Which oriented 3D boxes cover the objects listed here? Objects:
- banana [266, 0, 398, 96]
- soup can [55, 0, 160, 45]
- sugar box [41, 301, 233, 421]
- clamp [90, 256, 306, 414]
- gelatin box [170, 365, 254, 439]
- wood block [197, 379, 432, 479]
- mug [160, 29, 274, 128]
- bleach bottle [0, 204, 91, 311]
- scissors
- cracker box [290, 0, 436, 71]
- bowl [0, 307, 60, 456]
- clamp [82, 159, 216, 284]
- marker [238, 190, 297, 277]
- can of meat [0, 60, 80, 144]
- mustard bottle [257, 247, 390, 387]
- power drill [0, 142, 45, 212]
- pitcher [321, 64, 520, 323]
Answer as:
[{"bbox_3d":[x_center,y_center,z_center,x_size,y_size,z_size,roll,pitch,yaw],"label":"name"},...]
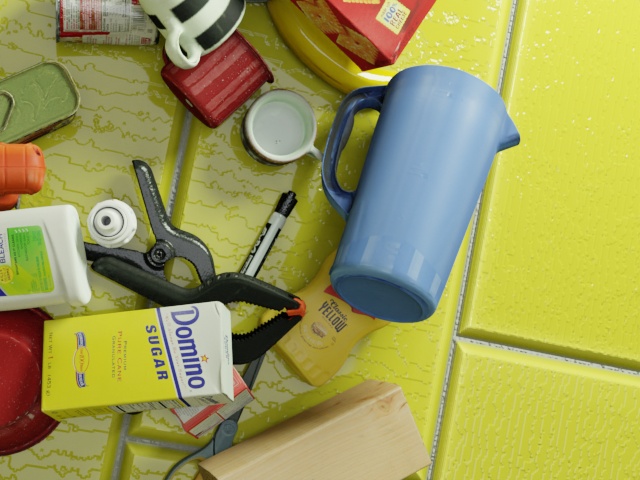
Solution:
[{"bbox_3d":[0.013,-0.203,1.140,0.197,0.037,0.069,31,62,-11],"label":"banana"},{"bbox_3d":[-0.214,-0.231,1.071,0.102,0.069,0.068,-1,88,-13],"label":"soup can"},{"bbox_3d":[-0.173,0.114,1.012,0.176,0.048,0.093,-8,68,9],"label":"sugar box"},{"bbox_3d":[-0.118,0.092,1.064,0.210,0.036,0.164,-2,103,2],"label":"clamp"},{"bbox_3d":[-0.106,0.161,1.057,0.073,0.089,0.030,-35,77,-7],"label":"gelatin box"},{"bbox_3d":[-0.007,0.226,1.079,0.205,0.090,0.091,-24,96,-18],"label":"wood block"},{"bbox_3d":[-0.115,-0.176,1.087,0.081,0.093,0.117,-44,70,-6],"label":"mug"},{"bbox_3d":[-0.354,0.031,1.022,0.250,0.068,0.102,-9,93,-3],"label":"bleach bottle"},{"bbox_3d":[-0.086,0.213,1.109,0.096,0.016,0.201,41,80,-10],"label":"scissors"},{"bbox_3d":[0.028,-0.298,1.047,0.213,0.072,0.164,41,73,-24],"label":"cracker box"},{"bbox_3d":[-0.319,0.134,1.039,0.162,0.055,0.162,0,88,-13],"label":"bowl"},{"bbox_3d":[-0.176,0.017,1.086,0.120,0.039,0.171,-39,94,0],"label":"clamp"},{"bbox_3d":[-0.057,0.001,1.122,0.020,0.020,0.121,30,82,-10],"label":"marker"},{"bbox_3d":[-0.288,-0.128,1.041,0.102,0.084,0.057,-27,94,-13],"label":"can of meat"},{"bbox_3d":[0.033,0.058,1.121,0.191,0.058,0.096,-41,92,-11],"label":"mustard bottle"},{"bbox_3d":[-0.346,-0.057,0.973,0.184,0.188,0.057,1,89,-14],"label":"power drill"},{"bbox_3d":[0.085,-0.048,1.070,0.144,0.149,0.242,39,60,-32],"label":"pitcher"}]
